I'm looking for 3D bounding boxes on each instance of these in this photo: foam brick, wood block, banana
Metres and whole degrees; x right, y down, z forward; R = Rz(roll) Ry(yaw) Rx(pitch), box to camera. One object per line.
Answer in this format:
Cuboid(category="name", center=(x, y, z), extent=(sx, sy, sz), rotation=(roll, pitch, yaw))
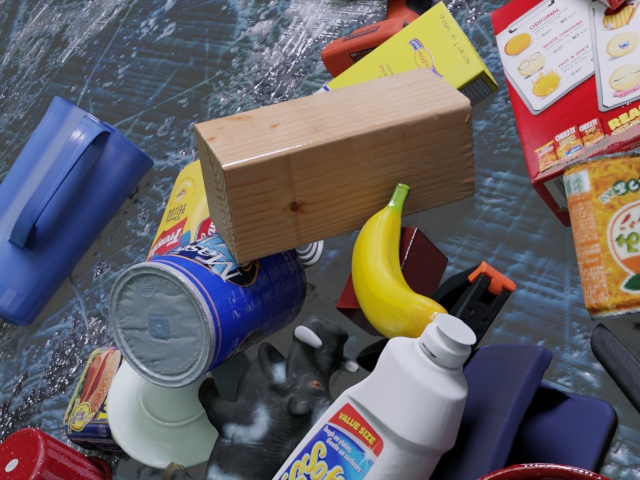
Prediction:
Cuboid(category="foam brick", center=(0.058, 0.034, 0.854), extent=(0.053, 0.051, 0.078), rotation=(2, 59, 43))
Cuboid(category="wood block", center=(0.013, -0.064, 0.868), extent=(0.206, 0.091, 0.090), rotation=(-16, 32, -14))
Cuboid(category="banana", center=(0.051, 0.027, 0.767), extent=(0.198, 0.037, 0.070), rotation=(-100, 31, -59))

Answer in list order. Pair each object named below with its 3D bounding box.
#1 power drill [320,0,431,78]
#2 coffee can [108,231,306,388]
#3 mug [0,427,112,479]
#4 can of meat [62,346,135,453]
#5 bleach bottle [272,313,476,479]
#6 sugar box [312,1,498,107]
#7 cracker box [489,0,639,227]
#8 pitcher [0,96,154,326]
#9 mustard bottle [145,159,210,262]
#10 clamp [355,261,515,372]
Cuboid(category="power drill", center=(0.061, -0.247, 1.090), extent=(0.185, 0.057, 0.187), rotation=(-9, 52, 38))
Cuboid(category="coffee can", center=(-0.091, 0.049, 0.885), extent=(0.103, 0.103, 0.140), rotation=(-15, 7, 35))
Cuboid(category="mug", center=(-0.242, 0.224, 0.945), extent=(0.093, 0.081, 0.117), rotation=(-51, 38, -4))
Cuboid(category="can of meat", center=(-0.181, 0.145, 0.979), extent=(0.084, 0.057, 0.102), rotation=(-7, 53, 42))
Cuboid(category="bleach bottle", center=(0.023, 0.147, 0.698), extent=(0.251, 0.068, 0.103), rotation=(-61, 33, 25))
Cuboid(category="sugar box", center=(0.064, -0.129, 0.978), extent=(0.176, 0.048, 0.093), rotation=(-33, 57, 14))
Cuboid(category="cracker box", center=(0.231, -0.131, 0.819), extent=(0.164, 0.072, 0.213), rotation=(-26, 42, 23))
Cuboid(category="pitcher", center=(-0.304, -0.031, 1.183), extent=(0.145, 0.149, 0.243), rotation=(27, 80, 39))
Cuboid(category="mustard bottle", center=(-0.134, 0.013, 1.045), extent=(0.096, 0.058, 0.191), rotation=(-17, 47, 47))
Cuboid(category="clamp", center=(0.073, 0.075, 0.772), extent=(0.172, 0.039, 0.120), rotation=(-49, 21, 21))
